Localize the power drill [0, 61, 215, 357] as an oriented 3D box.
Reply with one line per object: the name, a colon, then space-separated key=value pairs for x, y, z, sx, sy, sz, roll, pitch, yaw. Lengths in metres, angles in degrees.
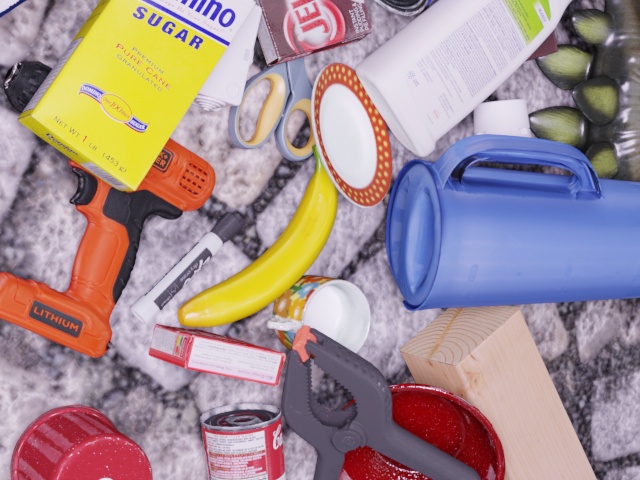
power drill: x=-0.186 y=-0.020 z=0.806 sx=0.184 sy=0.057 sz=0.187 roll=31 pitch=78 yaw=-29

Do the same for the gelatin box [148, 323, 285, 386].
gelatin box: x=-0.084 y=0.092 z=0.869 sx=0.089 sy=0.073 sz=0.030 roll=15 pitch=86 yaw=-31

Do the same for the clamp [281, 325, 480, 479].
clamp: x=0.037 y=0.161 z=0.908 sx=0.165 sy=0.036 sz=0.210 roll=-14 pitch=114 yaw=13

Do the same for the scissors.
scissors: x=-0.010 y=-0.156 z=0.928 sx=0.096 sy=0.016 sz=0.201 roll=38 pitch=74 yaw=-30

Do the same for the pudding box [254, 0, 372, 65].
pudding box: x=-0.017 y=-0.212 z=0.891 sx=0.090 sy=0.039 sz=0.113 roll=-21 pitch=94 yaw=-20

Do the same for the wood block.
wood block: x=0.172 y=0.169 z=1.022 sx=0.090 sy=0.090 sz=0.206 roll=-36 pitch=111 yaw=-24

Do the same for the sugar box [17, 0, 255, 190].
sugar box: x=-0.130 y=-0.132 z=0.777 sx=0.093 sy=0.048 sz=0.176 roll=37 pitch=75 yaw=-25

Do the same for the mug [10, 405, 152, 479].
mug: x=-0.176 y=0.190 z=0.816 sx=0.093 sy=0.082 sz=0.117 roll=-25 pitch=106 yaw=-28

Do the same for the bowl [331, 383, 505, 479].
bowl: x=0.085 y=0.187 z=0.963 sx=0.162 sy=0.055 sz=0.162 roll=3 pitch=113 yaw=8

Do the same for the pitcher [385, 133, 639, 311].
pitcher: x=0.191 y=-0.010 z=0.952 sx=0.242 sy=0.149 sz=0.145 roll=1 pitch=85 yaw=-16

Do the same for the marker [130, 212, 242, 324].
marker: x=-0.108 y=0.020 z=0.880 sx=0.121 sy=0.020 sz=0.020 roll=-46 pitch=115 yaw=-20

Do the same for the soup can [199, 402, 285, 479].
soup can: x=-0.063 y=0.194 z=0.893 sx=0.068 sy=0.069 sz=0.102 roll=-9 pitch=99 yaw=-31

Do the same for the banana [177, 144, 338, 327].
banana: x=-0.041 y=0.010 z=0.912 sx=0.069 sy=0.037 sz=0.197 roll=43 pitch=72 yaw=-17

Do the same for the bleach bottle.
bleach bottle: x=0.157 y=-0.189 z=0.942 sx=0.251 sy=0.068 sz=0.102 roll=-38 pitch=122 yaw=-3
